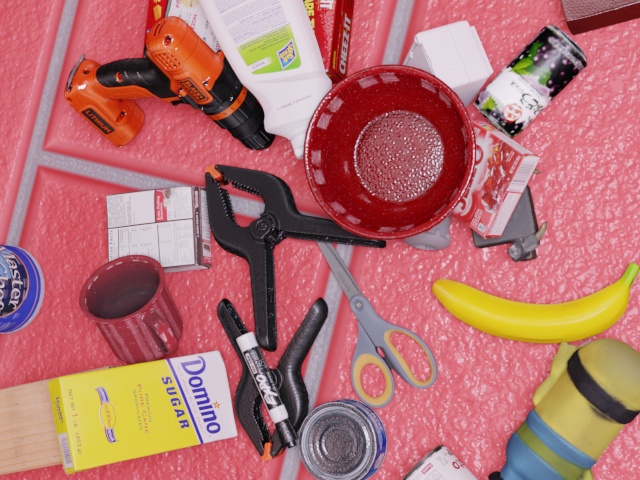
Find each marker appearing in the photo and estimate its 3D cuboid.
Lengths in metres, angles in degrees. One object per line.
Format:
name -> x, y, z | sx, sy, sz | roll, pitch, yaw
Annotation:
marker -> -0.052, 0.150, 1.063 | 0.020, 0.020, 0.121 | -27, 81, 16

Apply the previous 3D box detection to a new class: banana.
banana -> 0.203, 0.064, 1.009 | 0.198, 0.037, 0.069 | -5, 63, 19

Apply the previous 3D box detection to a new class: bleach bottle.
bleach bottle -> -0.058, -0.197, 1.041 | 0.103, 0.068, 0.251 | -22, 83, 17

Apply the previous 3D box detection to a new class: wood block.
wood block -> -0.286, 0.197, 1.148 | 0.206, 0.090, 0.090 | -14, 81, 19

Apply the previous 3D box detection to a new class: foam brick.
foam brick -> 0.266, -0.232, 1.001 | 0.078, 0.051, 0.053 | -11, 82, 19

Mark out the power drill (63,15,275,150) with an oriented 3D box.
power drill -> -0.159, -0.148, 1.114 | 0.188, 0.184, 0.057 | -8, 51, 35

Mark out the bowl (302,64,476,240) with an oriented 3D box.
bowl -> 0.068, -0.080, 0.996 | 0.162, 0.055, 0.162 | 0, 90, 16

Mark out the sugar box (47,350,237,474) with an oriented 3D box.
sugar box -> -0.174, 0.168, 1.064 | 0.048, 0.175, 0.093 | -25, 75, 59

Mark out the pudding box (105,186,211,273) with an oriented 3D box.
pudding box -> -0.176, -0.010, 1.154 | 0.114, 0.039, 0.090 | -6, 84, 22

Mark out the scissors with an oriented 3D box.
scissors -> 0.033, 0.085, 1.079 | 0.202, 0.016, 0.096 | 44, 101, 19

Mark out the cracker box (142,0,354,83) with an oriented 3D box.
cracker box -> -0.073, -0.253, 1.120 | 0.214, 0.072, 0.164 | 5, 89, 20

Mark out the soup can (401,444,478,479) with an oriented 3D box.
soup can -> 0.127, 0.251, 1.001 | 0.102, 0.068, 0.068 | 45, 101, 19

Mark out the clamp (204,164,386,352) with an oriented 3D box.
clamp -> -0.057, 0.001, 1.093 | 0.210, 0.036, 0.164 | 39, 86, 26

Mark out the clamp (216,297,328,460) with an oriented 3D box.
clamp -> -0.041, 0.135, 1.091 | 0.120, 0.039, 0.171 | -11, 84, 24

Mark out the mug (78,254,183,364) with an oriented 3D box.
mug -> -0.185, 0.080, 1.107 | 0.093, 0.081, 0.117 | -41, 47, -22

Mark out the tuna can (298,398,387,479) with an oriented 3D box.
tuna can -> 0.021, 0.201, 1.063 | 0.086, 0.033, 0.086 | -2, 84, 20

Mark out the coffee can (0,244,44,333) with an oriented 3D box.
coffee can -> -0.386, 0.051, 1.172 | 0.103, 0.140, 0.103 | -2, 84, 20

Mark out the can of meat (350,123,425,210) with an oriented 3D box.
can of meat -> 0.053, -0.069, 1.064 | 0.102, 0.057, 0.084 | 33, 94, 19

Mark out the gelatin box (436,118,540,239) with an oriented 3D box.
gelatin box -> 0.152, -0.057, 0.994 | 0.073, 0.030, 0.089 | 42, 119, 38
